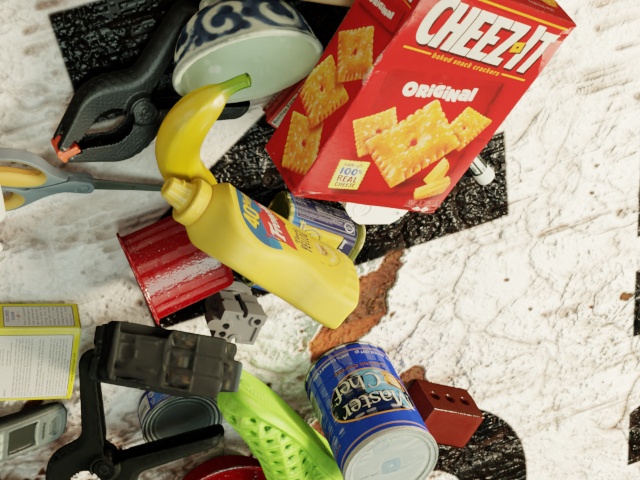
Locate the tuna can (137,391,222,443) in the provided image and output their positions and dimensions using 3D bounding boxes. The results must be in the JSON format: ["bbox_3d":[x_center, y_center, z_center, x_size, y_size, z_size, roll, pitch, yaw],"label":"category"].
[{"bbox_3d":[-0.148,0.183,1.124,0.086,0.034,0.086,-10,127,-14],"label":"tuna can"}]

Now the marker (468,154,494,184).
[{"bbox_3d":[0.133,-0.096,1.038,0.020,0.020,0.121,-39,129,9],"label":"marker"}]

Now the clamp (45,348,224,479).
[{"bbox_3d":[-0.223,0.214,1.084,0.164,0.036,0.210,41,106,-14],"label":"clamp"}]

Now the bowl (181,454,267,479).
[{"bbox_3d":[-0.106,0.295,1.207,0.162,0.055,0.162,-10,127,-14],"label":"bowl"}]

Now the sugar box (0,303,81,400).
[{"bbox_3d":[-0.317,0.105,0.995,0.176,0.048,0.093,3,123,-19],"label":"sugar box"}]

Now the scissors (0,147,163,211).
[{"bbox_3d":[-0.226,-0.042,0.937,0.096,0.016,0.201,-33,150,34],"label":"scissors"}]

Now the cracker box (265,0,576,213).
[{"bbox_3d":[0.079,-0.123,0.861,0.163,0.072,0.214,6,131,-39],"label":"cracker box"}]

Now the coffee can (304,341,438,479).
[{"bbox_3d":[0.052,0.191,1.137,0.102,0.140,0.103,-10,127,-14],"label":"coffee can"}]

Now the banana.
[{"bbox_3d":[-0.106,-0.075,0.899,0.069,0.037,0.198,-1,156,-15],"label":"banana"}]

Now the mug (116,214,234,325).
[{"bbox_3d":[-0.131,0.024,0.987,0.081,0.093,0.117,-24,158,-9],"label":"mug"}]

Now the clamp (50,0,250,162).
[{"bbox_3d":[-0.144,-0.113,0.907,0.171,0.039,0.120,-36,124,3],"label":"clamp"}]

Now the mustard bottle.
[{"bbox_3d":[-0.056,0.001,0.926,0.191,0.096,0.058,32,111,-26],"label":"mustard bottle"}]

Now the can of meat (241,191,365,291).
[{"bbox_3d":[-0.019,0.009,1.032,0.083,0.057,0.102,18,116,-28],"label":"can of meat"}]

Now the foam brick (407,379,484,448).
[{"bbox_3d":[0.137,0.201,1.235,0.078,0.053,0.051,15,118,-30],"label":"foam brick"}]

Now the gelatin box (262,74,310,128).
[{"bbox_3d":[0.004,-0.116,0.962,0.089,0.030,0.073,34,107,-28],"label":"gelatin box"}]
